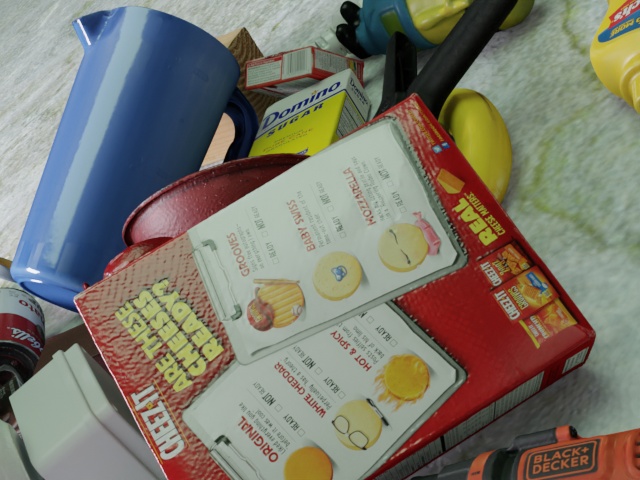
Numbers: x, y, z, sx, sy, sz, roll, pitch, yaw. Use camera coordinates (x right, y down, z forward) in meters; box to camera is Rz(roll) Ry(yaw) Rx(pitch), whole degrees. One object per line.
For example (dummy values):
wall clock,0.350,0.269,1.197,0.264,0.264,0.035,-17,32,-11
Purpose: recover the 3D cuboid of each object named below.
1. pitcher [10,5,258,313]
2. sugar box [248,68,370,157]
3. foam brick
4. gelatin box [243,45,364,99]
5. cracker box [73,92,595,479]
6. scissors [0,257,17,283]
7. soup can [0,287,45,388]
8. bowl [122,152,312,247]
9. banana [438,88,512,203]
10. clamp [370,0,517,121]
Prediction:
pitcher,-0.156,-0.057,0.892,0.149,0.145,0.242,13,73,13
sugar box,-0.015,-0.074,0.896,0.093,0.048,0.176,-22,31,23
foam brick,-0.164,0.093,0.788,0.078,0.051,0.053,-23,30,21
gelatin box,-0.016,-0.154,0.995,0.089,0.073,0.030,-5,82,42
cracker box,0.006,0.048,0.558,0.213,0.072,0.164,-32,67,-4
scissors,-0.283,0.025,0.996,0.202,0.096,0.016,20,86,54
soup can,-0.262,0.090,0.882,0.068,0.068,0.102,-34,27,2
bowl,-0.055,0.001,0.755,0.162,0.162,0.055,-25,69,18
banana,0.105,-0.071,0.778,0.070,0.037,0.198,-58,21,15
clamp,0.061,-0.095,0.804,0.210,0.036,0.165,-63,18,-10
